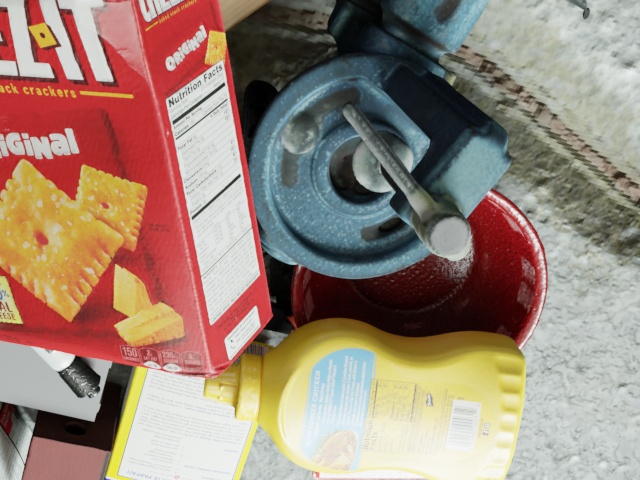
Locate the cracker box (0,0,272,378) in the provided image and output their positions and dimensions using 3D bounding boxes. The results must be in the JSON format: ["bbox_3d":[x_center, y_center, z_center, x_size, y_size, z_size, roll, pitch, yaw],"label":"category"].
[{"bbox_3d":[-0.123,-0.043,0.524,0.164,0.072,0.214,8,123,25],"label":"cracker box"}]

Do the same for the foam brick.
[{"bbox_3d":[-0.167,0.133,0.717,0.053,0.078,0.051,13,114,-12],"label":"foam brick"}]

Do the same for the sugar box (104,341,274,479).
[{"bbox_3d":[-0.099,0.144,0.745,0.093,0.048,0.176,15,118,-11],"label":"sugar box"}]

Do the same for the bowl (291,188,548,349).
[{"bbox_3d":[0.061,0.021,0.686,0.162,0.055,0.162,-1,117,-3],"label":"bowl"}]

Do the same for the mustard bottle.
[{"bbox_3d":[0.024,0.097,0.657,0.191,0.058,0.096,6,107,-6],"label":"mustard bottle"}]

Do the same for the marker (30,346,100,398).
[{"bbox_3d":[-0.173,0.051,0.636,0.020,0.020,0.121,-32,114,12],"label":"marker"}]
